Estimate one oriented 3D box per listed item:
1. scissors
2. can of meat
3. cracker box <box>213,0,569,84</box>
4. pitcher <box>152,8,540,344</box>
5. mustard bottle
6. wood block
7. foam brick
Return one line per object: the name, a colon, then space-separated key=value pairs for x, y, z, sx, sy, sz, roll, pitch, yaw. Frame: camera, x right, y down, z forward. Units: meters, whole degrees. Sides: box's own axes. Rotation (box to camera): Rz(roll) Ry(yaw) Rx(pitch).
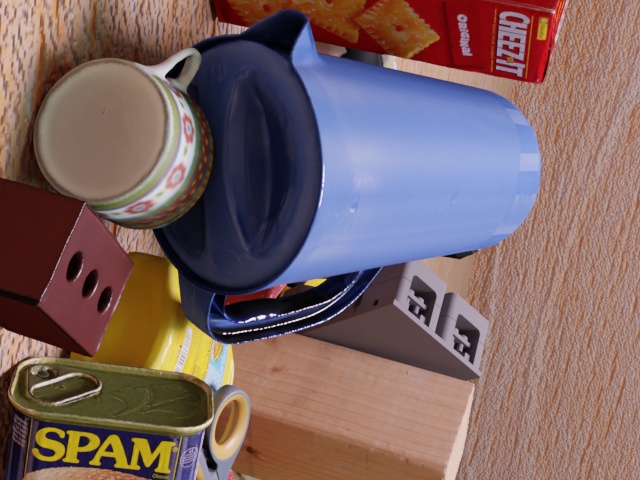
scissors: x=-0.065 y=0.164 z=0.727 sx=0.096 sy=0.016 sz=0.201 roll=-57 pitch=154 yaw=-20
can of meat: x=-0.113 y=0.114 z=0.554 sx=0.057 sy=0.102 sz=0.084 roll=-108 pitch=-151 yaw=-67
cracker box: x=0.057 y=-0.195 z=0.672 sx=0.072 sy=0.214 sz=0.164 roll=82 pitch=26 yaw=-57
pitcher: x=0.022 y=-0.033 z=0.629 sx=0.242 sy=0.149 sz=0.145 roll=-3 pitch=72 yaw=-49
mustard bottle: x=-0.095 y=0.079 z=0.679 sx=0.191 sy=0.058 sz=0.096 roll=63 pitch=41 yaw=-70
wood block: x=0.008 y=0.145 z=0.850 sx=0.090 sy=0.206 sz=0.091 roll=-62 pitch=160 yaw=-45
foam brick: x=-0.128 y=0.014 z=0.492 sx=0.078 sy=0.051 sz=0.053 roll=71 pitch=36 yaw=-67
